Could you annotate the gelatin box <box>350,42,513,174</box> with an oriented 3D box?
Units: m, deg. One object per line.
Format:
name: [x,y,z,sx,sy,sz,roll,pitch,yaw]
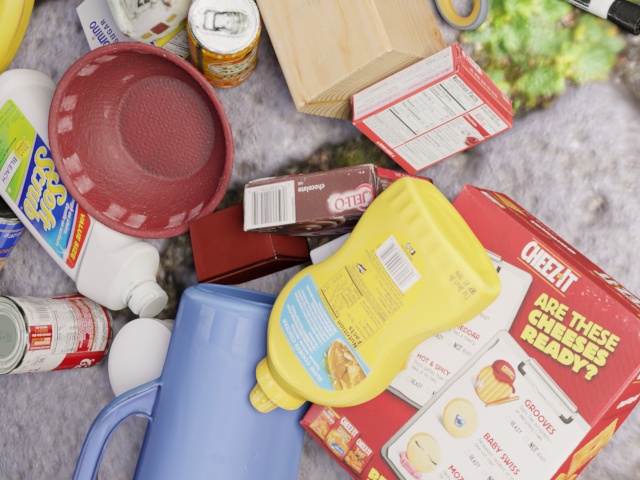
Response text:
gelatin box: [0.078,-0.090,0.740,0.089,0.073,0.030,-25,48,30]

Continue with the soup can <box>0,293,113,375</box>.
soup can: [-0.238,0.080,0.921,0.069,0.102,0.068,-1,88,32]

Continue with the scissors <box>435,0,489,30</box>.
scissors: [0.077,-0.225,0.778,0.202,0.016,0.096,45,131,40]

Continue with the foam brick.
foam brick: [-0.055,0.001,0.836,0.078,0.052,0.051,-19,78,30]

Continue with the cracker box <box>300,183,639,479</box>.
cracker box: [0.109,0.096,0.716,0.164,0.072,0.214,42,109,27]

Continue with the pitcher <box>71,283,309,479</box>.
pitcher: [-0.085,0.158,0.799,0.145,0.149,0.243,13,92,32]

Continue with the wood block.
wood block: [0.006,-0.201,0.780,0.090,0.090,0.206,-28,74,32]

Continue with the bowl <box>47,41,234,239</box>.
bowl: [-0.138,-0.085,0.871,0.162,0.055,0.162,6,110,16]

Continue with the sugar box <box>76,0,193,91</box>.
sugar box: [-0.122,-0.206,0.891,0.176,0.048,0.093,-35,66,30]

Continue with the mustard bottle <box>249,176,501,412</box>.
mustard bottle: [0.021,0.053,0.699,0.192,0.058,0.096,-43,68,24]

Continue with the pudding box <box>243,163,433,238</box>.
pudding box: [0.014,-0.026,0.770,0.114,0.089,0.039,-5,83,34]

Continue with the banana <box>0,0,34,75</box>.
banana: [-0.306,-0.217,1.010,0.070,0.037,0.198,24,107,23]

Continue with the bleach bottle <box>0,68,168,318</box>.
bleach bottle: [-0.213,-0.035,0.934,0.251,0.068,0.103,47,112,22]
